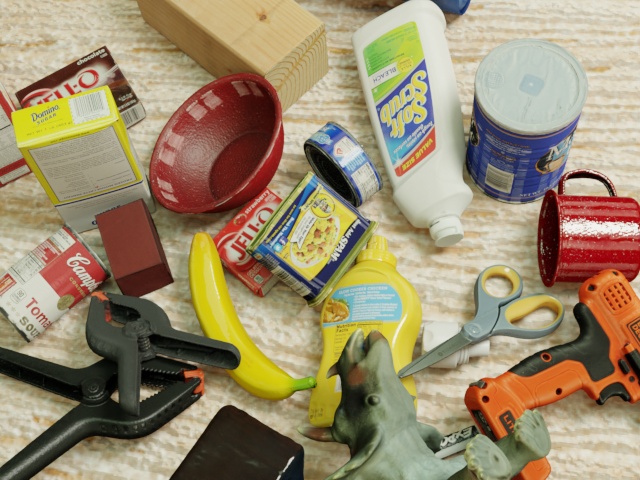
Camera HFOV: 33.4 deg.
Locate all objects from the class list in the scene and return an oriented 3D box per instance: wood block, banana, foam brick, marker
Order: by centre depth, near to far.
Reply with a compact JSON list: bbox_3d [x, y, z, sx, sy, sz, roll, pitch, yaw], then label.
[{"bbox_3d":[0.125,0.181,0.962,0.121,0.020,0.020,-20,65,-6],"label":"marker"},{"bbox_3d":[-0.078,0.082,1.006,0.070,0.037,0.198,-44,67,12],"label":"banana"},{"bbox_3d":[-0.182,0.009,1.049,0.051,0.053,0.078,-20,65,-6],"label":"foam brick"},{"bbox_3d":[-0.098,-0.234,1.140,0.206,0.090,0.090,40,72,20],"label":"wood block"}]

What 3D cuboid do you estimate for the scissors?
[{"bbox_3d":[0.134,0.069,0.978,0.201,0.016,0.096,-10,48,-27],"label":"scissors"}]

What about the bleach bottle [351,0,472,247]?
[{"bbox_3d":[0.105,-0.114,1.072,0.103,0.068,0.251,-25,63,23],"label":"bleach bottle"}]

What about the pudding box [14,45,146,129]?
[{"bbox_3d":[-0.255,-0.143,1.135,0.113,0.039,0.090,-29,65,-10],"label":"pudding box"}]

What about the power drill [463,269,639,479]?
[{"bbox_3d":[0.236,0.143,0.938,0.187,0.057,0.184,-30,82,-11],"label":"power drill"}]

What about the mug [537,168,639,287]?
[{"bbox_3d":[0.254,-0.012,1.007,0.081,0.093,0.117,1,69,-1],"label":"mug"}]

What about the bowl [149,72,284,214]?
[{"bbox_3d":[-0.092,-0.086,1.067,0.162,0.055,0.162,-18,54,26],"label":"bowl"}]

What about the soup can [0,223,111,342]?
[{"bbox_3d":[-0.263,0.041,1.031,0.102,0.068,0.068,-41,68,-14],"label":"soup can"}]

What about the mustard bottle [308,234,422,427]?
[{"bbox_3d":[0.045,0.083,0.991,0.096,0.058,0.191,-8,61,27],"label":"mustard bottle"}]

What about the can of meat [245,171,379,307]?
[{"bbox_3d":[-0.009,-0.002,1.010,0.084,0.057,0.102,39,73,-7],"label":"can of meat"}]

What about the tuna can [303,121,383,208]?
[{"bbox_3d":[0.022,-0.074,1.056,0.033,0.086,0.086,-39,68,-12],"label":"tuna can"}]

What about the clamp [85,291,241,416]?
[{"bbox_3d":[-0.155,0.093,0.988,0.120,0.039,0.172,-12,35,-28],"label":"clamp"}]

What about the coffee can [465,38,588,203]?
[{"bbox_3d":[0.196,-0.112,1.031,0.103,0.140,0.103,-2,64,3],"label":"coffee can"}]

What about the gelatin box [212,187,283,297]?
[{"bbox_3d":[-0.057,0.001,1.056,0.073,0.030,0.089,39,72,20],"label":"gelatin box"}]

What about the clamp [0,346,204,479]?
[{"bbox_3d":[-0.209,0.154,0.970,0.210,0.036,0.164,-4,44,-8],"label":"clamp"}]

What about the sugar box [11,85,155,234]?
[{"bbox_3d":[-0.222,-0.073,1.022,0.093,0.176,0.048,-16,66,-4],"label":"sugar box"}]
